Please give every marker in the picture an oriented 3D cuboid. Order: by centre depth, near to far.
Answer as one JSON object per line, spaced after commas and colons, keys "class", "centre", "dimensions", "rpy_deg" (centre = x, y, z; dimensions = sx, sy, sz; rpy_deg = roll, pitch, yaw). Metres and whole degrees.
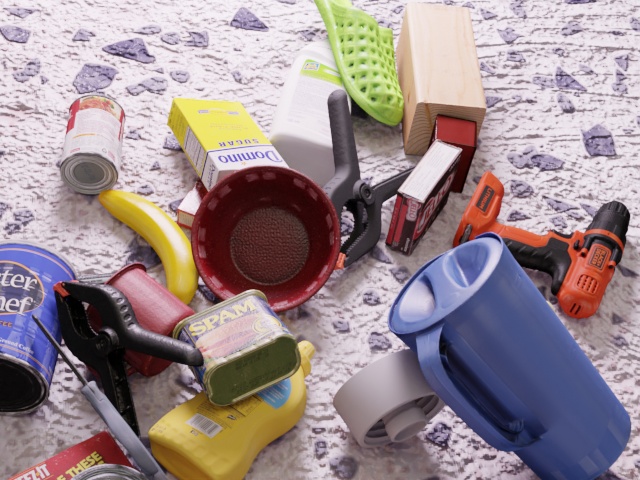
{"class": "marker", "centre": [-0.252, 0.046, 1.129], "dimensions": [0.121, 0.020, 0.020], "rpy_deg": [-5, 49, -6]}

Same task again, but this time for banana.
{"class": "banana", "centre": [-0.181, 0.005, 1.176], "dimensions": [0.069, 0.037, 0.198], "rpy_deg": [-16, 53, -23]}

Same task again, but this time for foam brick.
{"class": "foam brick", "centre": [0.159, -0.107, 1.313], "dimensions": [0.051, 0.078, 0.053], "rpy_deg": [10, 45, -1]}

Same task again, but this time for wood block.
{"class": "wood block", "centre": [0.154, -0.211, 1.397], "dimensions": [0.090, 0.091, 0.206], "rpy_deg": [5, 48, -5]}

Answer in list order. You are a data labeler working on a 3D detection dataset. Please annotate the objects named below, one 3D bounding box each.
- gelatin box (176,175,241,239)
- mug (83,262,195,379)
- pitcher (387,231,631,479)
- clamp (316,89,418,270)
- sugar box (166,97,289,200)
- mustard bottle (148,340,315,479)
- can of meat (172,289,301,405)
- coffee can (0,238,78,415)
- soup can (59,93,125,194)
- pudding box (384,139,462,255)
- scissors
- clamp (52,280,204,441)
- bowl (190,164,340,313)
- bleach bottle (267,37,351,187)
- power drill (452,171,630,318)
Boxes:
{"class": "gelatin box", "centre": [-0.116, -0.044, 1.237], "dimensions": [0.073, 0.030, 0.089], "rpy_deg": [20, 48, 8]}
{"class": "mug", "centre": [-0.186, 0.091, 1.068], "dimensions": [0.081, 0.093, 0.117], "rpy_deg": [36, 69, 15]}
{"class": "pitcher", "centre": [0.182, 0.126, 1.007], "dimensions": [0.149, 0.145, 0.242], "rpy_deg": [-44, 106, -8]}
{"class": "clamp", "centre": [0.050, -0.051, 1.240], "dimensions": [0.164, 0.036, 0.210], "rpy_deg": [31, 60, -34]}
{"class": "sugar box", "centre": [-0.109, -0.109, 1.251], "dimensions": [0.093, 0.048, 0.176], "rpy_deg": [-1, 32, -29]}
{"class": "mustard bottle", "centre": [-0.070, 0.159, 1.041], "dimensions": [0.096, 0.058, 0.191], "rpy_deg": [23, 46, 31]}
{"class": "can of meat", "centre": [-0.079, 0.104, 1.021], "dimensions": [0.102, 0.057, 0.084], "rpy_deg": [-24, 35, -15]}
{"class": "coffee can", "centre": [-0.300, 0.083, 1.038], "dimensions": [0.102, 0.103, 0.140], "rpy_deg": [7, 48, -4]}
{"class": "soup can", "centre": [-0.265, -0.112, 1.246], "dimensions": [0.068, 0.068, 0.102], "rpy_deg": [3, 49, -8]}
{"class": "pudding box", "centre": [0.120, -0.051, 1.246], "dimensions": [0.039, 0.090, 0.113], "rpy_deg": [25, 48, 13]}
{"class": "scissors", "centre": [-0.196, 0.140, 0.939], "dimensions": [0.016, 0.096, 0.202], "rpy_deg": [-38, 89, -15]}
{"class": "clamp", "centre": [-0.185, 0.093, 1.000], "dimensions": [0.171, 0.120, 0.039], "rpy_deg": [54, 14, 15]}
{"class": "bowl", "centre": [-0.058, 0.001, 1.161], "dimensions": [0.162, 0.055, 0.162], "rpy_deg": [0, 82, 3]}
{"class": "bleach bottle", "centre": [0.001, -0.178, 1.359], "dimensions": [0.102, 0.068, 0.250], "rpy_deg": [19, 44, -5]}
{"class": "power drill", "centre": [0.264, -0.011, 1.258], "dimensions": [0.188, 0.057, 0.184], "rpy_deg": [24, 49, 11]}
